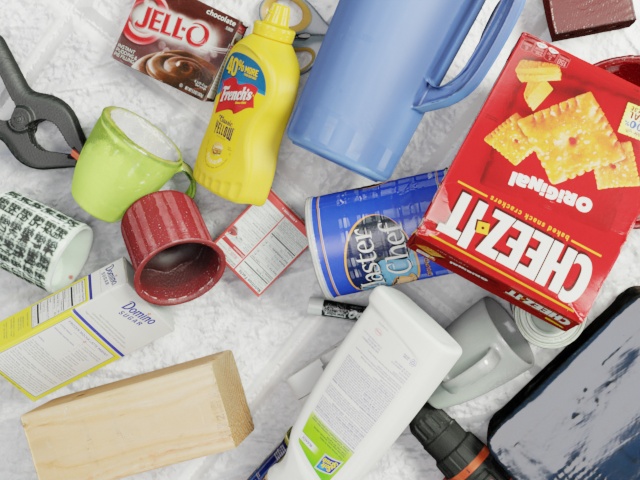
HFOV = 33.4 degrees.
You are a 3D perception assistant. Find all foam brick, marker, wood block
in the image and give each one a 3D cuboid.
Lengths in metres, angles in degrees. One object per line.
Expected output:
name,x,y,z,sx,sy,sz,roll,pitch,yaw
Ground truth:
foam brick,0.253,-0.223,1.011,0.078,0.053,0.051,-9,93,10
marker,0.047,0.075,1.083,0.121,0.020,0.020,9,95,8
wood block,-0.184,0.186,1.091,0.206,0.090,0.090,-16,91,10

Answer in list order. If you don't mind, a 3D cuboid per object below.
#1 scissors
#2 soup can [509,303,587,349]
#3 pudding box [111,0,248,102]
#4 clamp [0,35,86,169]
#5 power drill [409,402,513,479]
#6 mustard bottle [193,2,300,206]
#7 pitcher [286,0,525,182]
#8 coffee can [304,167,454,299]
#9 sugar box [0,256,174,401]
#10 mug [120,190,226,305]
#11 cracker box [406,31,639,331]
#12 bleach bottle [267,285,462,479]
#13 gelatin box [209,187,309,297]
scissors,0.023,-0.213,1.066,0.202,0.016,0.096,-11,94,10
soup can,0.215,0.062,1.013,0.068,0.102,0.068,1,94,8
pudding box,-0.143,-0.202,1.081,0.113,0.039,0.090,26,97,6
clamp,-0.309,-0.137,1.113,0.171,0.039,0.120,24,102,0
power drill,0.110,0.280,1.069,0.184,0.057,0.188,46,100,6
mustard bottle,-0.065,-0.136,1.041,0.096,0.058,0.192,32,109,49
pitcher,0.073,-0.178,0.987,0.145,0.149,0.243,24,95,-14
coffee can,0.065,-0.006,1.032,0.140,0.102,0.103,-12,92,9
sugar box,-0.249,0.092,1.095,0.176,0.048,0.093,-28,134,7
mug,-0.147,0.011,1.067,0.093,0.117,0.081,-25,51,-3
cracker box,0.199,-0.053,0.939,0.164,0.072,0.213,28,81,5
bleach bottle,0.021,0.170,1.012,0.103,0.068,0.251,44,104,28
gelatin box,-0.057,0.001,1.088,0.073,0.030,0.089,45,99,2
